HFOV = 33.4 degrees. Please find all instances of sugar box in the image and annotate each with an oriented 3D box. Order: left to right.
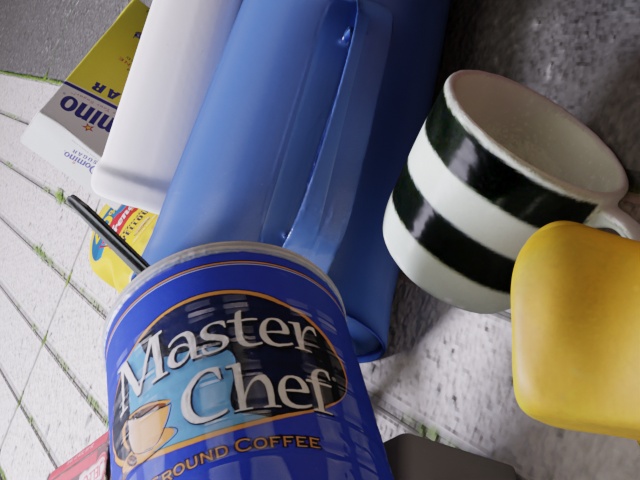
[{"bbox_3d":[-0.156,-0.114,0.858,0.048,0.093,0.176,-43,17,39],"label":"sugar box"}]

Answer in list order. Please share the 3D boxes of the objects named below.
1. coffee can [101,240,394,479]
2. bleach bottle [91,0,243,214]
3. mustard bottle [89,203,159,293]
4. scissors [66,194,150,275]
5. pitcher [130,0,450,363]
[{"bbox_3d":[-0.027,0.082,0.394,0.103,0.102,0.140,-53,31,26],"label":"coffee can"},{"bbox_3d":[-0.068,-0.144,0.630,0.102,0.068,0.251,-96,22,-80],"label":"bleach bottle"},{"bbox_3d":[-0.134,-0.003,0.830,0.096,0.058,0.192,-52,25,-8],"label":"mustard bottle"},{"bbox_3d":[-0.037,0.054,0.502,0.096,0.201,0.016,20,64,40],"label":"scissors"},{"bbox_3d":[0.000,-0.066,0.565,0.149,0.144,0.242,2,67,34],"label":"pitcher"}]
